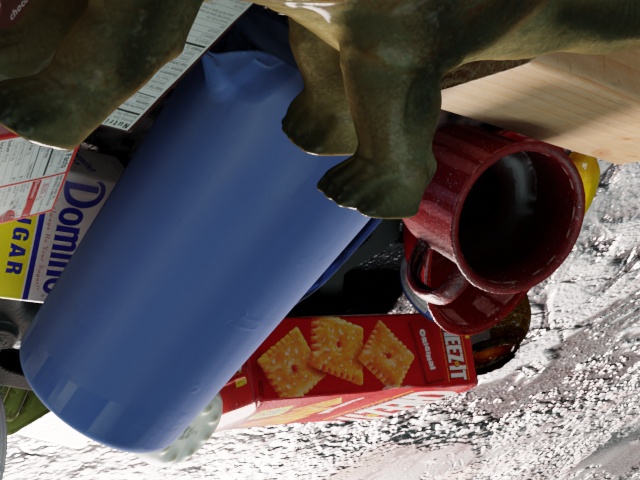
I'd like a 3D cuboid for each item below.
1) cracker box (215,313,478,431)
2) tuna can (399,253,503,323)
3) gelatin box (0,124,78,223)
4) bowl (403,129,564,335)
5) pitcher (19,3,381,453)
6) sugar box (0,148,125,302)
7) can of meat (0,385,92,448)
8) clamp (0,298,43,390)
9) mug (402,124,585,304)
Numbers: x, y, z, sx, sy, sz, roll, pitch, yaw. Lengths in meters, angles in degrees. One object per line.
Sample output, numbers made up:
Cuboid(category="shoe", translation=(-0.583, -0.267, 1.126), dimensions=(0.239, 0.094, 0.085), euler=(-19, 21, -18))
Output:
Cuboid(category="cracker box", translation=(-0.004, 0.112, 0.880), dimensions=(0.213, 0.072, 0.164), euler=(2, 162, -33))
Cuboid(category="tuna can", translation=(0.106, 0.026, 0.844), dimensions=(0.086, 0.086, 0.034), euler=(-7, 148, -23))
Cuboid(category="gelatin box", translation=(-0.169, -0.039, 0.535), dimensions=(0.089, 0.030, 0.073), euler=(-18, 154, -39))
Cuboid(category="bowl", translation=(0.110, -0.015, 0.771), dimensions=(0.161, 0.055, 0.162), euler=(-25, 128, -37))
Cuboid(category="pitcher", translation=(-0.054, 0.001, 0.600), dimensions=(0.149, 0.145, 0.243), euler=(35, 105, -8))
Cuboid(category="sugar box", translation=(-0.199, -0.017, 0.606), dimensions=(0.175, 0.048, 0.093), euler=(12, 114, -40))
Cuboid(category="can of meat", translation=(-0.193, 0.118, 0.835), dimensions=(0.102, 0.057, 0.083), euler=(-31, 150, 15))
Cuboid(category="clamp", translation=(-0.215, 0.048, 0.721), dimensions=(0.120, 0.039, 0.171), euler=(-25, 142, 15))
Cuboid(category="mug", translation=(0.093, -0.014, 0.652), dimensions=(0.093, 0.082, 0.117), euler=(30, 93, -30))
